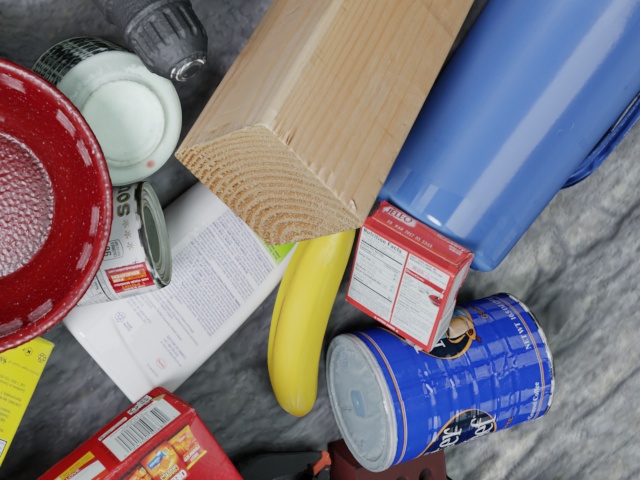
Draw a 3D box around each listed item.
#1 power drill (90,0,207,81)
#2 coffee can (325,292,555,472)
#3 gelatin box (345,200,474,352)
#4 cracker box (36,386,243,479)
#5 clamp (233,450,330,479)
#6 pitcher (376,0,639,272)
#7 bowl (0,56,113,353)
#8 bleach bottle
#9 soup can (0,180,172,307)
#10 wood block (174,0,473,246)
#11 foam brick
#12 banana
[{"bbox_3d":[-0.065,-0.197,0.631,0.187,0.057,0.184,-29,76,-21],"label":"power drill"},{"bbox_3d":[0.088,0.104,0.800,0.140,0.103,0.103,-13,109,-22],"label":"coffee can"},{"bbox_3d":[0.060,0.025,0.733,0.030,0.073,0.089,-45,157,-37],"label":"gelatin box"},{"bbox_3d":[-0.102,0.225,0.676,0.164,0.072,0.213,-39,115,-19],"label":"cracker box"},{"bbox_3d":[-0.056,0.221,0.785,0.171,0.039,0.120,-27,99,-23],"label":"clamp"},{"bbox_3d":[0.153,-0.097,0.768,0.149,0.145,0.243,36,91,3],"label":"pitcher"},{"bbox_3d":[-0.193,-0.019,0.580,0.162,0.055,0.162,0,92,-7],"label":"bowl"},{"bbox_3d":[-0.055,0.001,0.731,0.250,0.068,0.102,-41,121,-13],"label":"bleach bottle"},{"bbox_3d":[-0.148,0.006,0.647,0.102,0.068,0.068,-12,110,4],"label":"soup can"},{"bbox_3d":[0.010,-0.107,0.667,0.090,0.090,0.206,45,56,-26],"label":"wood block"},{"bbox_3d":[0.052,0.180,0.833,0.078,0.051,0.053,-14,109,-21],"label":"foam brick"},{"bbox_3d":[-0.006,0.054,0.743,0.069,0.037,0.198,-17,132,-47],"label":"banana"}]
